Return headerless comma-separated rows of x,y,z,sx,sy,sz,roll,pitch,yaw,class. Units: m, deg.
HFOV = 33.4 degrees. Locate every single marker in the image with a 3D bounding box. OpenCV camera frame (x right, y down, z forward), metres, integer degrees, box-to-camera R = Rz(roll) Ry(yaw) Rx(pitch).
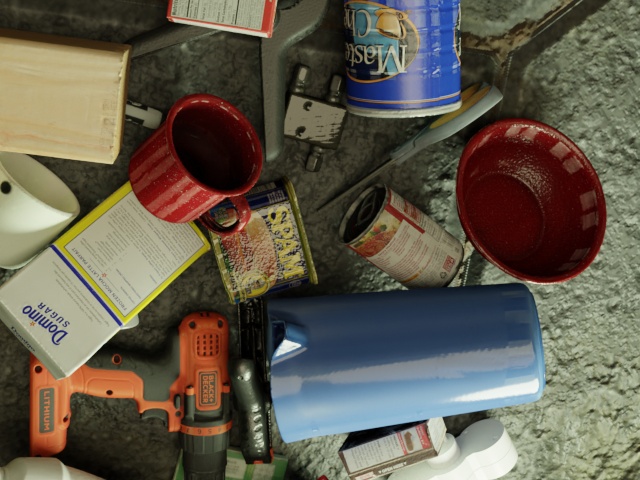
-0.171,-0.115,0.933,0.121,0.020,0.020,18,101,-18,marker

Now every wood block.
-0.261,-0.124,0.855,0.206,0.091,0.090,7,104,-7,wood block

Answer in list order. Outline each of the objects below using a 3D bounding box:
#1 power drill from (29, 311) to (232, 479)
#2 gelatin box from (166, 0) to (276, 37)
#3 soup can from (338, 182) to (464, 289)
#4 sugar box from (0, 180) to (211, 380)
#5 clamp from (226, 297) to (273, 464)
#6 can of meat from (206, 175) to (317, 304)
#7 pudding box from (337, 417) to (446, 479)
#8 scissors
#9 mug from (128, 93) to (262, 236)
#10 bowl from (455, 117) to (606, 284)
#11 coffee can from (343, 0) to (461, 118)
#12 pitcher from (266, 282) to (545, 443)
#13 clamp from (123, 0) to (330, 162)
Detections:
-0.174,0.159,0.992,0.187,0.057,0.184,-2,99,-16,power drill
-0.079,-0.213,0.889,0.089,0.030,0.073,8,93,-1,gelatin box
0.077,0.001,1.002,0.102,0.068,0.068,35,96,-21,soup can
-0.186,0.027,0.912,0.176,0.048,0.093,-43,99,-26,sugar box
-0.064,0.145,0.990,0.039,0.120,0.171,-2,111,9,clamp
-0.056,0.001,0.977,0.084,0.057,0.102,-16,109,-6,can of meat
0.071,0.192,1.024,0.090,0.113,0.039,-22,91,10,pudding box
0.085,-0.092,0.995,0.202,0.096,0.016,-31,103,30,scissors
-0.103,-0.055,0.903,0.117,0.082,0.093,54,46,-4,mug
0.187,-0.031,1.005,0.162,0.055,0.162,6,72,-20,bowl
0.071,-0.185,0.926,0.102,0.103,0.140,-6,108,-12,coffee can
0.076,0.109,0.976,0.243,0.149,0.145,-7,103,5,pitcher
-0.048,-0.184,0.928,0.164,0.036,0.210,41,92,-11,clamp
